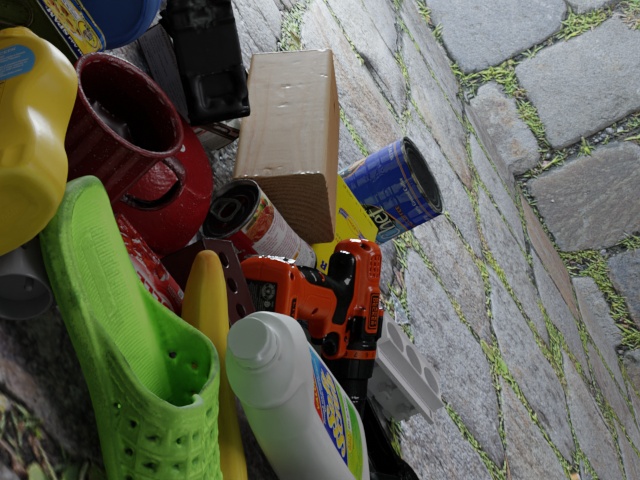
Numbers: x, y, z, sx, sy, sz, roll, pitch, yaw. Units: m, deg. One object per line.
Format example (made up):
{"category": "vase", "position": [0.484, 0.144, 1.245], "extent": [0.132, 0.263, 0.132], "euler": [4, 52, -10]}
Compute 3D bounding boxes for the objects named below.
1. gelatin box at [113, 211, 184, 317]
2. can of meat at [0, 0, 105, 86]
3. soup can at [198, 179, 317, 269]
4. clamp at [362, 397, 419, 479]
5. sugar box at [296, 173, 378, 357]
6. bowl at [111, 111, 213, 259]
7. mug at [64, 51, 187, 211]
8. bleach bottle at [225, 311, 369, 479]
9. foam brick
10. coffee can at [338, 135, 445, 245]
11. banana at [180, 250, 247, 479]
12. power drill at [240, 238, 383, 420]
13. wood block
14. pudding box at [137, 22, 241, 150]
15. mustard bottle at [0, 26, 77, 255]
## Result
{"category": "gelatin box", "position": [-0.137, 0.033, 0.772], "extent": [0.089, 0.030, 0.073], "euler": [56, 19, -21]}
{"category": "can of meat", "position": [-0.211, -0.159, 0.799], "extent": [0.102, 0.057, 0.084], "euler": [57, 17, -20]}
{"category": "soup can", "position": [-0.056, 0.001, 0.982], "extent": [0.102, 0.069, 0.068], "euler": [49, 23, -38]}
{"category": "clamp", "position": [0.069, 0.229, 1.056], "extent": [0.120, 0.039, 0.171], "euler": [-93, 157, -43]}
{"category": "sugar box", "position": [0.005, 0.023, 1.086], "extent": [0.093, 0.048, 0.176], "euler": [51, 35, -32]}
{"category": "bowl", "position": [-0.136, -0.064, 0.875], "extent": [0.162, 0.055, 0.162], "euler": [53, 20, -29]}
{"category": "mug", "position": [-0.149, -0.065, 0.760], "extent": [0.117, 0.082, 0.093], "euler": [38, 30, -20]}
{"category": "bleach bottle", "position": [-0.019, 0.127, 0.787], "extent": [0.250, 0.068, 0.102], "euler": [65, 18, -60]}
{"category": "foam brick", "position": [-0.090, 0.044, 0.846], "extent": [0.053, 0.051, 0.078], "euler": [8, 60, -68]}
{"category": "coffee can", "position": [0.061, -0.046, 1.255], "extent": [0.102, 0.140, 0.103], "euler": [52, 21, -30]}
{"category": "banana", "position": [-0.075, 0.109, 0.773], "extent": [0.037, 0.070, 0.198], "euler": [1, 68, -32]}
{"category": "power drill", "position": [-0.008, 0.086, 0.946], "extent": [0.187, 0.057, 0.184], "euler": [7, 87, -60]}
{"category": "wood block", "position": [-0.030, -0.097, 1.081], "extent": [0.206, 0.090, 0.091], "euler": [-86, 171, -47]}
{"category": "pudding box", "position": [-0.128, -0.151, 1.049], "extent": [0.113, 0.039, 0.090], "euler": [66, 19, 15]}
{"category": "mustard bottle", "position": [-0.195, -0.074, 0.657], "extent": [0.058, 0.096, 0.191], "euler": [47, 23, -37]}
